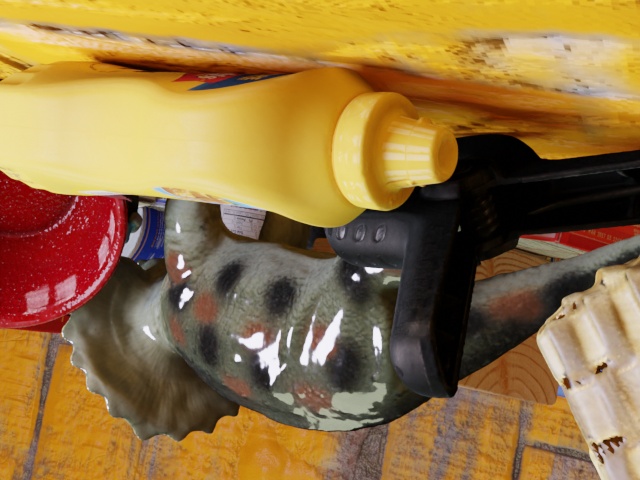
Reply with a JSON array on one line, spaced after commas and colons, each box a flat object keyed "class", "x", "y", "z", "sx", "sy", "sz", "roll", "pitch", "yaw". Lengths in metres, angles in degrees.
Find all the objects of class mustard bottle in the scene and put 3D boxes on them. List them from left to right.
[{"class": "mustard bottle", "x": -0.034, "y": -0.039, "z": 0.413, "sx": 0.192, "sy": 0.058, "sz": 0.096, "roll": 8, "pitch": -174, "yaw": 36}]

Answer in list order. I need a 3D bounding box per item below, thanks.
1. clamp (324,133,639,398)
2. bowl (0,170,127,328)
[{"class": "clamp", "x": 0.069, "y": -0.014, "z": 0.412, "sx": 0.164, "sy": 0.036, "sz": 0.210, "roll": -21, "pitch": -161, "yaw": -12}, {"class": "bowl", "x": -0.192, "y": -0.028, "z": 0.632, "sx": 0.162, "sy": 0.162, "sz": 0.055, "roll": 11, "pitch": -152, "yaw": -7}]
